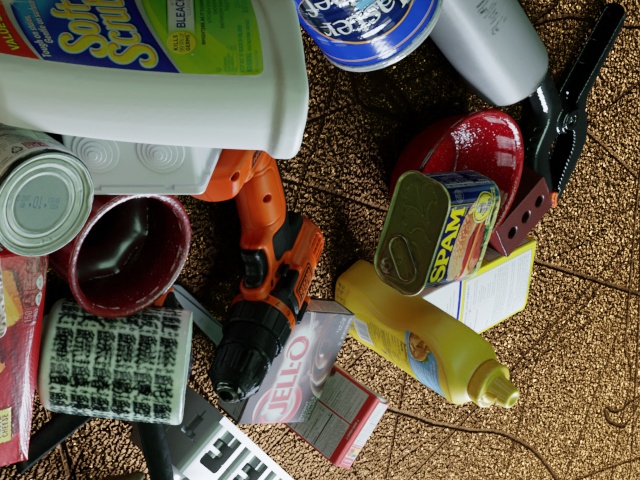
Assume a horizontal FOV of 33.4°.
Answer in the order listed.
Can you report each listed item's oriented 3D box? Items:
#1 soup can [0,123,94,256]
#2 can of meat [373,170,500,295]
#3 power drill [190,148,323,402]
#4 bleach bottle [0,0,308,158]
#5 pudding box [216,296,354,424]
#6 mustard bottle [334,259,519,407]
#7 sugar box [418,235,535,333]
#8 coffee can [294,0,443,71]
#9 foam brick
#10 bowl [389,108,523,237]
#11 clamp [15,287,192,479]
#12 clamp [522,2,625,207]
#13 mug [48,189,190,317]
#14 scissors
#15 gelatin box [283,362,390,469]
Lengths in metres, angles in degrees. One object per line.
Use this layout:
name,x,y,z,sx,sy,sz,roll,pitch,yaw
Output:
soup can,-0.189,-0.041,0.635,0.068,0.102,0.068,-26,131,-33
can of meat,0.101,-0.009,0.905,0.083,0.058,0.102,-8,121,-47
power drill,-0.055,0.001,0.789,0.184,0.057,0.187,-69,155,-44
bleach bottle,-0.138,-0.097,0.600,0.250,0.102,0.068,-1,145,-11
pudding box,-0.030,0.103,0.920,0.089,0.039,0.113,8,108,-49
mustard bottle,0.097,0.093,0.951,0.058,0.192,0.096,-39,138,-21
sugar box,0.143,0.058,1.093,0.175,0.048,0.093,-21,129,-32
coffee can,0.012,-0.198,0.740,0.103,0.103,0.140,-54,141,-5
foam brick,0.187,-0.034,1.072,0.078,0.051,0.053,-48,140,-12
bowl,0.115,-0.053,0.980,0.161,0.055,0.162,-25,131,-33
clamp,-0.154,0.112,0.794,0.120,0.039,0.171,13,76,-15
clamp,0.246,-0.135,1.079,0.164,0.036,0.210,-28,131,-32
mug,-0.142,-0.002,0.726,0.093,0.082,0.117,-53,141,-6
scissors,-0.064,0.080,0.915,0.096,0.016,0.202,-39,138,-24
gelatin box,0.009,0.155,0.982,0.073,0.089,0.030,-58,142,1
